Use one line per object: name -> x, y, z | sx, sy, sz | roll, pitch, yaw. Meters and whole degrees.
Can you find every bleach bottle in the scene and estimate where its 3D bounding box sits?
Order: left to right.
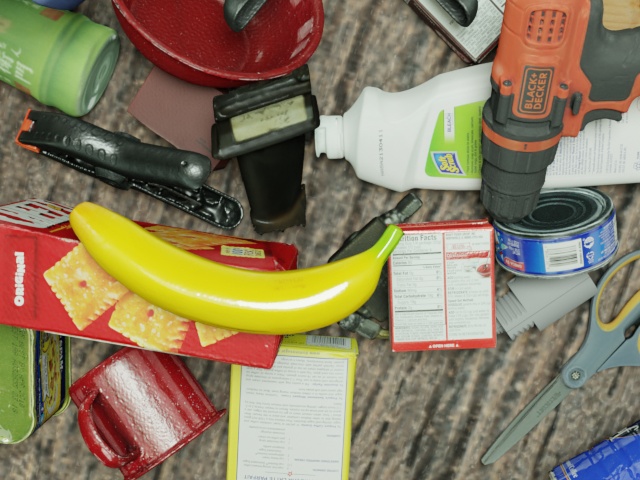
bleach bottle -> 0.121, -0.086, 0.752 | 0.251, 0.068, 0.102 | -2, 110, 5

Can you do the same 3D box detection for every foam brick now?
foam brick -> -0.091, -0.093, 0.772 | 0.078, 0.051, 0.053 | 36, 98, -1

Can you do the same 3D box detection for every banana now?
banana -> -0.052, 0.019, 0.629 | 0.198, 0.037, 0.069 | 4, 78, 0

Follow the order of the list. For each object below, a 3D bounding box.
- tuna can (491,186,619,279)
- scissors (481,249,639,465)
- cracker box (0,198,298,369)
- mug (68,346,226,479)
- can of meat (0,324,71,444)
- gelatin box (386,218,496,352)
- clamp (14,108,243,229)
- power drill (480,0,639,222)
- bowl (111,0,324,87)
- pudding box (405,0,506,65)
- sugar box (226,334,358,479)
tuna can -> 0.164, -0.008, 0.747 | 0.086, 0.086, 0.034 | -10, 115, 4
scissors -> 0.210, 0.103, 0.796 | 0.096, 0.016, 0.202 | 28, 97, 0
cracker box -> -0.125, 0.023, 0.730 | 0.213, 0.164, 0.072 | 10, 95, 1
mug -> -0.134, 0.122, 0.770 | 0.093, 0.117, 0.081 | -35, 89, 28
can of meat -> -0.222, 0.091, 0.784 | 0.057, 0.084, 0.102 | 1, 97, 3
gelatin box -> 0.083, 0.031, 0.743 | 0.073, 0.030, 0.089 | -3, 100, 1
clamp -> -0.135, -0.052, 0.768 | 0.172, 0.120, 0.039 | 20, 73, 21
power drill -> 0.196, -0.081, 0.670 | 0.187, 0.057, 0.184 | 2, 133, 1
bowl -> -0.081, -0.161, 0.736 | 0.162, 0.162, 0.055 | 39, 139, -2
pudding box -> 0.101, -0.195, 0.756 | 0.090, 0.039, 0.113 | -45, 95, 4
sugar box -> -0.023, 0.160, 0.801 | 0.093, 0.048, 0.176 | 4, 100, 2
